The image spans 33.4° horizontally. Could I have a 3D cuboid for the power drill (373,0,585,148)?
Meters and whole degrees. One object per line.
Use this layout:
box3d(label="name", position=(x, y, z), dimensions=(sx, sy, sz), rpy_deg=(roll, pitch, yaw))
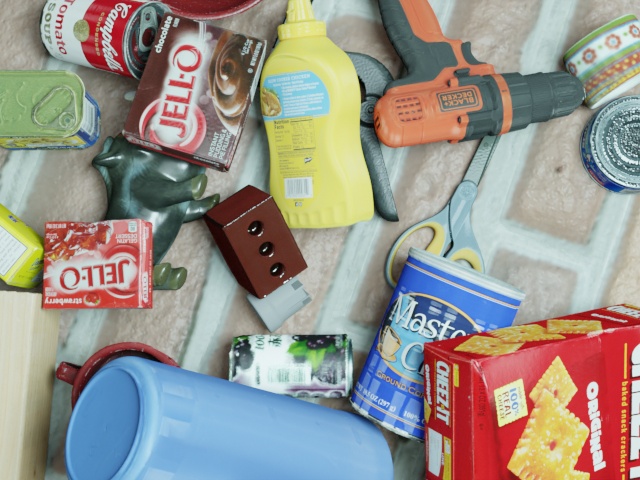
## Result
box3d(label="power drill", position=(0.121, -0.176, 0.923), dimensions=(0.184, 0.057, 0.188), rpy_deg=(-10, 71, -11))

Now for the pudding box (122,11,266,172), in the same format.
box3d(label="pudding box", position=(-0.102, -0.122, 0.882), dimensions=(0.090, 0.039, 0.113), rpy_deg=(17, 78, 2))

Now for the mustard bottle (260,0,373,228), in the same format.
box3d(label="mustard bottle", position=(-0.008, -0.108, 0.906), dimensions=(0.058, 0.096, 0.191), rpy_deg=(-14, 100, -44))

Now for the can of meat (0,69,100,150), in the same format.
box3d(label="can of meat", position=(-0.246, -0.110, 0.927), dimensions=(0.102, 0.084, 0.057), rpy_deg=(0, 85, 0))

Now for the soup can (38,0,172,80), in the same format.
box3d(label="soup can", position=(-0.183, -0.180, 0.923), dimensions=(0.102, 0.068, 0.068), rpy_deg=(17, 84, 29))

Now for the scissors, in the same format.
box3d(label="scissors", position=(0.140, -0.024, 0.949), dimensions=(0.096, 0.016, 0.201), rpy_deg=(41, 87, 2))

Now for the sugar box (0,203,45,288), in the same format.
box3d(label="sugar box", position=(-0.308, -0.030, 0.915), dimensions=(0.176, 0.093, 0.048), rpy_deg=(41, 86, 3))

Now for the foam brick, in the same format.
box3d(label="foam brick", position=(-0.056, 0.001, 0.910), dimensions=(0.053, 0.051, 0.078), rpy_deg=(-35, 118, -15))

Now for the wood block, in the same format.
box3d(label="wood block", position=(-0.281, 0.145, 0.901), dimensions=(0.091, 0.090, 0.206), rpy_deg=(4, 85, 1))

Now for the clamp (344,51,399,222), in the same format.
box3d(label="clamp", position=(0.043, -0.101, 0.947), dimensions=(0.171, 0.039, 0.120), rpy_deg=(34, 81, 8))

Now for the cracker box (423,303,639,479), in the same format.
box3d(label="cracker box", position=(0.186, 0.148, 0.843), dimensions=(0.213, 0.072, 0.164), rpy_deg=(-7, 102, -28))

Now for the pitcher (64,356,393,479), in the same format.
box3d(label="pitcher", position=(-0.063, 0.175, 0.808), dimensions=(0.242, 0.149, 0.145), rpy_deg=(25, 62, -40))

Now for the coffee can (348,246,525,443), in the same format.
box3d(label="coffee can", position=(0.096, 0.088, 0.886), dimensions=(0.103, 0.103, 0.140), rpy_deg=(22, 94, 2))

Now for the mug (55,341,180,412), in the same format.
box3d(label="mug", position=(-0.167, 0.129, 0.905), dimensions=(0.117, 0.081, 0.093), rpy_deg=(17, 85, 2))

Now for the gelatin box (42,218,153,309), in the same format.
box3d(label="gelatin box", position=(-0.182, 0.020, 0.878), dimensions=(0.089, 0.030, 0.073), rpy_deg=(-1, 85, 13))
